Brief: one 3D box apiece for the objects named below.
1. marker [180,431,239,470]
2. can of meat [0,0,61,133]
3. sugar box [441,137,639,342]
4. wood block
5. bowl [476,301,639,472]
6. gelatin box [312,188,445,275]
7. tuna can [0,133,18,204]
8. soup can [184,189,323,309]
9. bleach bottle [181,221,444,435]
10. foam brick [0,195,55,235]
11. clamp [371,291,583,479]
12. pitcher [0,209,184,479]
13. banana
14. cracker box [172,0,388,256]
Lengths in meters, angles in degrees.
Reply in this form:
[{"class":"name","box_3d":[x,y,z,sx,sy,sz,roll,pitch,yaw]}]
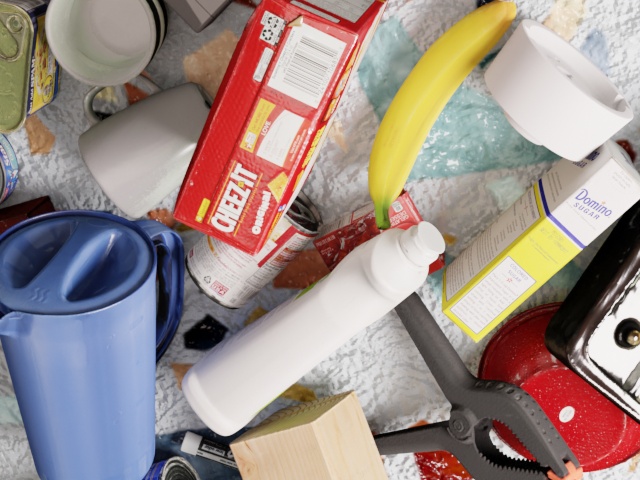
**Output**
[{"class":"marker","box_3d":[-0.071,0.207,0.996,0.121,0.020,0.020,19,112,1]},{"class":"can of meat","box_3d":[-0.244,-0.146,0.850,0.057,0.084,0.102,13,112,3]},{"class":"sugar box","box_3d":[0.171,-0.005,0.839,0.048,0.093,0.176,44,111,-10]},{"class":"wood block","box_3d":[0.013,0.248,0.928,0.091,0.090,0.206,-20,92,29]},{"class":"bowl","box_3d":[0.208,0.135,0.890,0.162,0.055,0.162,5,109,14]},{"class":"gelatin box","box_3d":[0.050,0.008,0.895,0.089,0.030,0.073,-27,105,18]},{"class":"tuna can","box_3d":[-0.305,-0.062,0.919,0.086,0.033,0.086,3,111,7]},{"class":"soup can","box_3d":[-0.056,0.001,0.888,0.068,0.068,0.102,42,111,-9]},{"class":"bleach bottle","box_3d":[-0.002,0.064,0.856,0.251,0.102,0.068,-38,92,35]},{"class":"foam brick","box_3d":[-0.269,0.001,0.928,0.078,0.053,0.051,-14,108,14]},{"class":"clamp","box_3d":[0.119,0.156,0.893,0.210,0.036,0.165,34,122,32]},{"class":"pitcher","box_3d":[-0.191,0.100,0.902,0.149,0.145,0.243,1,128,-3]},{"class":"banana","box_3d":[0.086,-0.104,0.831,0.037,0.070,0.198,15,111,-39]},{"class":"cracker box","box_3d":[-0.022,-0.104,0.764,0.072,0.213,0.164,25,112,0]}]
